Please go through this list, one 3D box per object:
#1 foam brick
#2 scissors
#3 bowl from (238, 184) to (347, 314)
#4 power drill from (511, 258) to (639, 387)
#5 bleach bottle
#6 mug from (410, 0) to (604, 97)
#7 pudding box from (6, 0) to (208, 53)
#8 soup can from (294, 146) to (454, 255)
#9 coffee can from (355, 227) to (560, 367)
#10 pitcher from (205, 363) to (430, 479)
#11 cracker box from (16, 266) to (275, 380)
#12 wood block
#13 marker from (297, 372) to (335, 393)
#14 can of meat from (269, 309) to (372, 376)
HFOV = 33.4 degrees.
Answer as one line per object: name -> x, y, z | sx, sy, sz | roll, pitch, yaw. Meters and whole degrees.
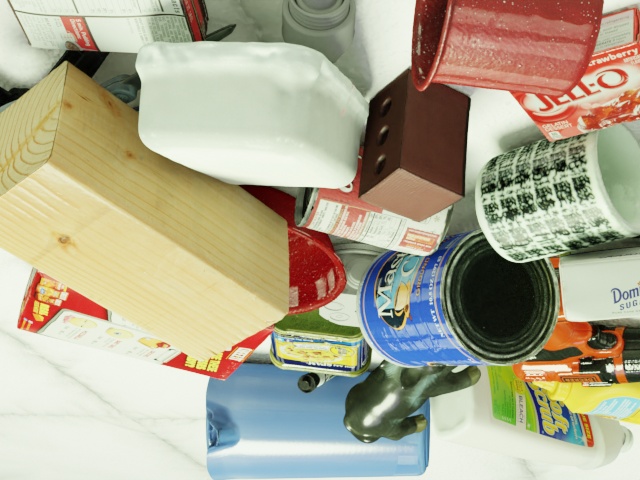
foam brick -> 0.062, -0.061, 0.700 | 0.051, 0.078, 0.053 | 19, 151, -24
scissors -> -0.131, -0.090, 0.720 | 0.202, 0.016, 0.096 | -15, 155, 15
bowl -> -0.056, 0.001, 0.871 | 0.162, 0.055, 0.162 | 6, 149, 3
power drill -> 0.236, 0.079, 0.941 | 0.185, 0.057, 0.187 | -7, 149, 28
bleach bottle -> 0.230, 0.180, 1.116 | 0.250, 0.102, 0.068 | 17, 146, -30
mug -> 0.096, -0.122, 0.575 | 0.081, 0.093, 0.117 | 6, -176, -7
pudding box -> -0.128, -0.151, 0.625 | 0.113, 0.039, 0.090 | 3, 152, 7
soup can -> 0.039, -0.032, 0.773 | 0.102, 0.068, 0.069 | 13, 153, -11
coffee can -> 0.103, 0.047, 0.834 | 0.102, 0.103, 0.140 | 19, 166, -21
pitcher -> -0.001, 0.199, 1.187 | 0.243, 0.149, 0.145 | 0, 137, 8
cracker box -> -0.162, 0.054, 0.994 | 0.213, 0.072, 0.164 | 15, 153, -15
wood block -> -0.122, -0.011, 0.717 | 0.091, 0.090, 0.205 | -30, 133, 29
marker -> 0.002, 0.137, 1.097 | 0.020, 0.020, 0.121 | -1, -176, 17
can of meat -> 0.000, 0.086, 1.024 | 0.102, 0.057, 0.084 | 6, 151, 5
